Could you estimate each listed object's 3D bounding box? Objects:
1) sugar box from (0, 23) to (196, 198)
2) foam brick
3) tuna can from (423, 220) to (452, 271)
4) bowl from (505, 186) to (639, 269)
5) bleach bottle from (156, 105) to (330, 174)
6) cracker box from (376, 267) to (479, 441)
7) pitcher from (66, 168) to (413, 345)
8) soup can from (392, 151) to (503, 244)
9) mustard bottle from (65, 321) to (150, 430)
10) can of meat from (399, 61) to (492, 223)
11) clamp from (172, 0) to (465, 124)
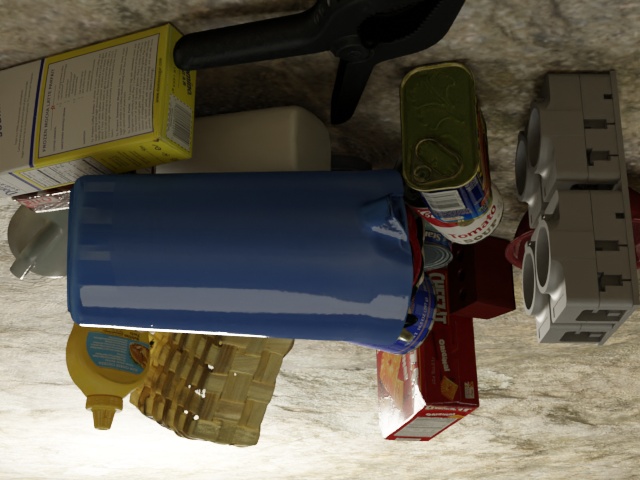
[{"bbox_3d":[-0.177,-0.092,0.787,0.176,0.093,0.048,-10,156,27],"label":"sugar box"},{"bbox_3d":[0.171,0.040,1.139,0.051,0.078,0.053,9,157,-26],"label":"foam brick"},{"bbox_3d":[0.094,0.004,1.106,0.086,0.034,0.086,1,159,0],"label":"tuna can"},{"bbox_3d":[0.257,-0.015,1.024,0.162,0.055,0.162,1,159,0],"label":"bowl"},{"bbox_3d":[-0.124,-0.067,0.893,0.251,0.068,0.102,-2,171,18],"label":"bleach bottle"},{"bbox_3d":[0.123,0.142,1.285,0.072,0.164,0.214,2,159,-10],"label":"cracker box"},{"bbox_3d":[-0.062,0.015,0.791,0.242,0.149,0.145,1,-160,-11],"label":"pitcher"},{"bbox_3d":[0.114,-0.043,0.940,0.069,0.068,0.102,-10,157,26],"label":"soup can"},{"bbox_3d":[-0.233,0.113,1.180,0.096,0.191,0.058,19,152,-40],"label":"mustard bottle"},{"bbox_3d":[0.098,-0.072,0.821,0.057,0.102,0.084,-6,160,16],"label":"can of meat"},{"bbox_3d":[0.025,-0.139,0.737,0.210,0.036,0.164,-19,156,36],"label":"clamp"}]
